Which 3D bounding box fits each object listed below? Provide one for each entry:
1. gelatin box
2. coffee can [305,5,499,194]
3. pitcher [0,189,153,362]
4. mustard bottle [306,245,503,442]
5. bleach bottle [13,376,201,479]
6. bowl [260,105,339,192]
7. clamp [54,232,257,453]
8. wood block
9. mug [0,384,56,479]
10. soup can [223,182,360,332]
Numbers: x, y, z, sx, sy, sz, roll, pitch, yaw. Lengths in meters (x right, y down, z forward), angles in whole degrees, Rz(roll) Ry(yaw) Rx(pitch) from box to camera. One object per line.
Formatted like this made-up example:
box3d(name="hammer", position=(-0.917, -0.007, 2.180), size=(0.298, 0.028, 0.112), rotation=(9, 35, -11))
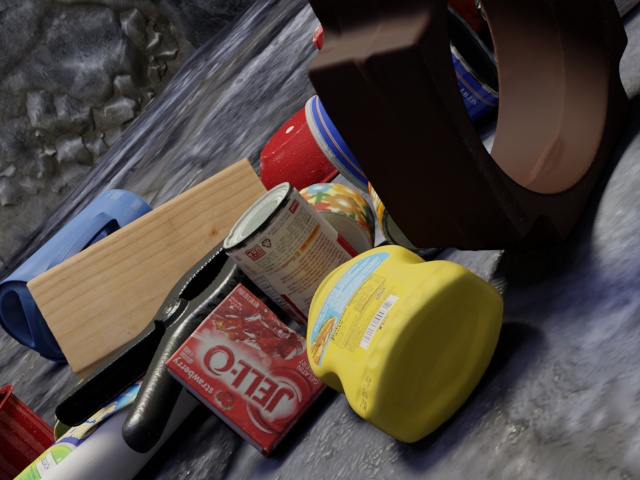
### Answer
box3d(name="gelatin box", position=(-0.044, 0.084, 0.696), size=(0.073, 0.089, 0.030), rotation=(-48, -10, -16))
box3d(name="coffee can", position=(0.072, -0.119, 0.898), size=(0.140, 0.102, 0.102), rotation=(-37, 17, 24))
box3d(name="pitcher", position=(-0.308, 0.031, 1.412), size=(0.149, 0.145, 0.242), rotation=(-8, 32, 32))
box3d(name="mustard bottle", position=(0.035, 0.050, 0.638), size=(0.096, 0.058, 0.192), rotation=(-59, 17, -3))
box3d(name="bleach bottle", position=(-0.159, 0.153, 0.859), size=(0.250, 0.068, 0.103), rotation=(-45, 14, -13))
box3d(name="bowl", position=(-0.014, -0.103, 1.158), size=(0.162, 0.055, 0.162), rotation=(-41, 16, 14))
box3d(name="clamp", position=(-0.099, 0.067, 0.776), size=(0.210, 0.036, 0.165), rotation=(-49, 22, -15))
box3d(name="wood block", position=(-0.125, 0.029, 0.894), size=(0.206, 0.090, 0.091), rotation=(-31, -14, -6))
box3d(name="mug", position=(-0.319, 0.214, 1.059), size=(0.117, 0.081, 0.093), rotation=(-49, 16, -16))
box3d(name="soup can", position=(-0.011, 0.017, 0.760), size=(0.068, 0.102, 0.068), rotation=(-41, 16, 14))
